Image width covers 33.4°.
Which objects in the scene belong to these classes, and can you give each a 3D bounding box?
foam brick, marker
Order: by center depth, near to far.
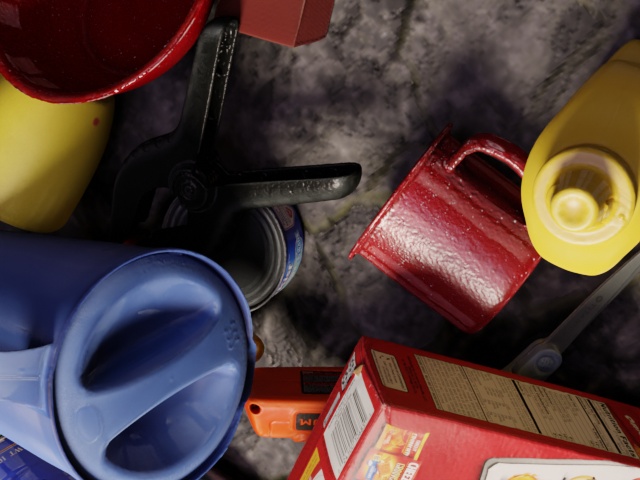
[{"bbox_3d":[-0.020,-0.154,0.599,0.053,0.051,0.078,21,112,15],"label":"foam brick"},{"bbox_3d":[-0.148,-0.137,0.676,0.121,0.020,0.020,7,108,21],"label":"marker"}]

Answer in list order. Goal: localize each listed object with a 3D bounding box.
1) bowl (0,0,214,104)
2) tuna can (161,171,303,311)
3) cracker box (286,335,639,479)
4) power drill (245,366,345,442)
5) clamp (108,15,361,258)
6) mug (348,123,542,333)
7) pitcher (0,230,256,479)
[{"bbox_3d":[-0.117,-0.147,0.620,0.162,0.055,0.162,-6,75,23],"label":"bowl"},{"bbox_3d":[-0.054,0.001,0.669,0.086,0.033,0.086,6,107,21],"label":"tuna can"},{"bbox_3d":[0.089,0.154,0.582,0.213,0.072,0.164,16,116,-18],"label":"cracker box"},{"bbox_3d":[-0.011,0.173,0.661,0.184,0.057,0.188,-1,107,-5],"label":"power drill"},{"bbox_3d":[-0.059,-0.032,0.619,0.120,0.039,0.172,45,124,5],"label":"clamp"},{"bbox_3d":[0.079,-0.010,0.575,0.081,0.093,0.117,37,136,4],"label":"mug"},{"bbox_3d":[-0.170,0.056,0.619,0.243,0.144,0.149,9,139,43],"label":"pitcher"}]
